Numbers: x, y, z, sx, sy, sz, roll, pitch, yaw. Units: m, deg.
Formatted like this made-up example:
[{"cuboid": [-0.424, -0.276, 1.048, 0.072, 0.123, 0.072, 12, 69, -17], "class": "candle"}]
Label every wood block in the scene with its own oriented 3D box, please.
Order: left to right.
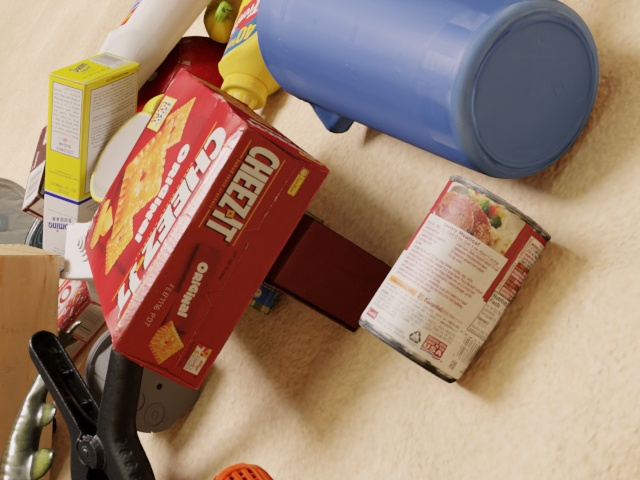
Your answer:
[{"cuboid": [-0.285, 0.109, 0.916, 0.091, 0.090, 0.206, 10, 97, 52], "class": "wood block"}]

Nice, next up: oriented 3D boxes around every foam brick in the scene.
[{"cuboid": [-0.003, 0.017, 0.714, 0.051, 0.078, 0.053, -59, 32, 0], "class": "foam brick"}]

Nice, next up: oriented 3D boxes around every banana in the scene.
[{"cuboid": [-0.084, -0.250, 1.071, 0.070, 0.037, 0.197, -44, 23, 35], "class": "banana"}]

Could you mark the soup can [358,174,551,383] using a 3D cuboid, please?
[{"cuboid": [0.077, 0.023, 0.615, 0.102, 0.068, 0.069, -57, 33, 1], "class": "soup can"}]

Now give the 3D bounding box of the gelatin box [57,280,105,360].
[{"cuboid": [-0.242, 0.077, 1.018, 0.089, 0.030, 0.073, -49, 34, 9], "class": "gelatin box"}]

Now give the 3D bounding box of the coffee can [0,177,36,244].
[{"cuboid": [-0.402, -0.009, 1.235, 0.141, 0.102, 0.102, -14, 52, 47], "class": "coffee can"}]

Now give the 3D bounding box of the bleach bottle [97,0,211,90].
[{"cuboid": [-0.143, -0.227, 1.014, 0.251, 0.068, 0.103, -53, 22, 7], "class": "bleach bottle"}]

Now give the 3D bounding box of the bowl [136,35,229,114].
[{"cuboid": [-0.148, -0.147, 1.066, 0.162, 0.055, 0.162, -33, 40, 32], "class": "bowl"}]

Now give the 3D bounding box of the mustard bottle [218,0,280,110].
[{"cuboid": [-0.049, -0.191, 0.968, 0.096, 0.058, 0.191, -20, 48, 54], "class": "mustard bottle"}]

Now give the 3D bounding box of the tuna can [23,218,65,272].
[{"cuboid": [-0.280, -0.005, 1.135, 0.086, 0.033, 0.086, -33, 40, 32], "class": "tuna can"}]

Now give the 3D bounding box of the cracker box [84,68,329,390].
[{"cuboid": [-0.092, -0.020, 0.739, 0.164, 0.072, 0.214, -59, 23, 7], "class": "cracker box"}]

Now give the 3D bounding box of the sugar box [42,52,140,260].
[{"cuboid": [-0.212, -0.076, 0.984, 0.093, 0.048, 0.176, -42, -32, -59], "class": "sugar box"}]

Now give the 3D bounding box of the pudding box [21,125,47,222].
[{"cuboid": [-0.251, -0.061, 1.094, 0.039, 0.090, 0.113, -30, 42, 38], "class": "pudding box"}]

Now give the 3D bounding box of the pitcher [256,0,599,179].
[{"cuboid": [0.066, -0.136, 0.702, 0.145, 0.149, 0.243, -46, 36, -6], "class": "pitcher"}]

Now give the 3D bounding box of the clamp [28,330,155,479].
[{"cuboid": [-0.148, 0.138, 0.753, 0.120, 0.039, 0.171, -16, 94, 49], "class": "clamp"}]
